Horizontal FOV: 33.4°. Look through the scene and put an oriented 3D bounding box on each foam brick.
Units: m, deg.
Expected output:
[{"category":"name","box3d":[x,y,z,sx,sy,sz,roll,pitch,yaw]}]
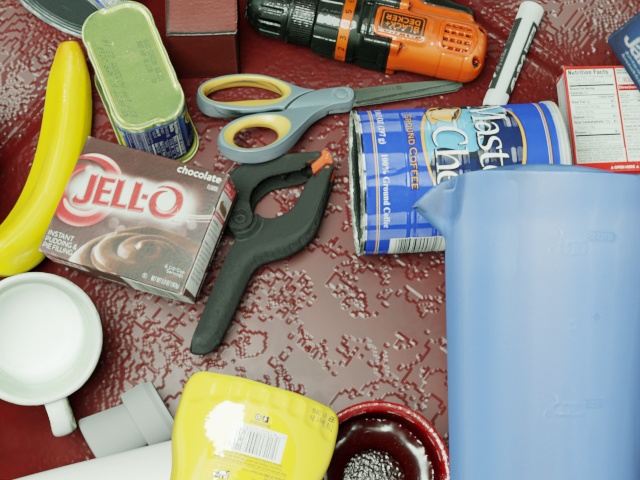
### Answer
[{"category":"foam brick","box3d":[-0.085,-0.158,0.787,0.051,0.078,0.053,-2,77,-3]}]

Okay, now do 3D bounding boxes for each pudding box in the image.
[{"category":"pudding box","box3d":[-0.124,-0.014,0.735,0.113,0.039,0.090,16,75,13]}]

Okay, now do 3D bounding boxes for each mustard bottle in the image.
[{"category":"mustard bottle","box3d":[-0.056,0.178,0.612,0.096,0.058,0.191,18,67,-8]}]

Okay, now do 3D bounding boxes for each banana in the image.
[{"category":"banana","box3d":[-0.196,-0.048,0.759,0.037,0.069,0.197,7,60,16]}]

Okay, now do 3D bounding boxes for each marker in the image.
[{"category":"marker","box3d":[0.142,-0.127,0.813,0.020,0.020,0.121,22,75,5]}]

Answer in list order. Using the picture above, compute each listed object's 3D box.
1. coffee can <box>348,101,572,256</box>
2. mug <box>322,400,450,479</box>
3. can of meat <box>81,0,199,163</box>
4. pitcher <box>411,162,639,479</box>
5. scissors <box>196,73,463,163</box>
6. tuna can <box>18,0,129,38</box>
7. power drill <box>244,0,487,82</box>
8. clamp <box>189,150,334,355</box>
[{"category":"coffee can","box3d":[0.093,-0.043,0.746,0.140,0.103,0.103,-3,75,-2]},{"category":"mug","box3d":[0.027,0.165,0.697,0.093,0.081,0.117,41,77,9]},{"category":"can of meat","box3d":[-0.131,-0.109,0.769,0.057,0.084,0.102,-22,76,-7]},{"category":"pitcher","box3d":[0.145,0.077,0.629,0.144,0.149,0.243,0,92,-45]},{"category":"scissors","box3d":[0.008,-0.091,0.788,0.201,0.016,0.096,3,49,-1]},{"category":"tuna can","box3d":[-0.185,-0.185,0.788,0.086,0.086,0.033,22,74,5]},{"category":"power drill","box3d":[0.049,-0.220,0.819,0.184,0.057,0.187,14,77,1]},{"category":"clamp","box3d":[-0.055,0.001,0.763,0.171,0.039,0.120,-29,76,-5]}]
